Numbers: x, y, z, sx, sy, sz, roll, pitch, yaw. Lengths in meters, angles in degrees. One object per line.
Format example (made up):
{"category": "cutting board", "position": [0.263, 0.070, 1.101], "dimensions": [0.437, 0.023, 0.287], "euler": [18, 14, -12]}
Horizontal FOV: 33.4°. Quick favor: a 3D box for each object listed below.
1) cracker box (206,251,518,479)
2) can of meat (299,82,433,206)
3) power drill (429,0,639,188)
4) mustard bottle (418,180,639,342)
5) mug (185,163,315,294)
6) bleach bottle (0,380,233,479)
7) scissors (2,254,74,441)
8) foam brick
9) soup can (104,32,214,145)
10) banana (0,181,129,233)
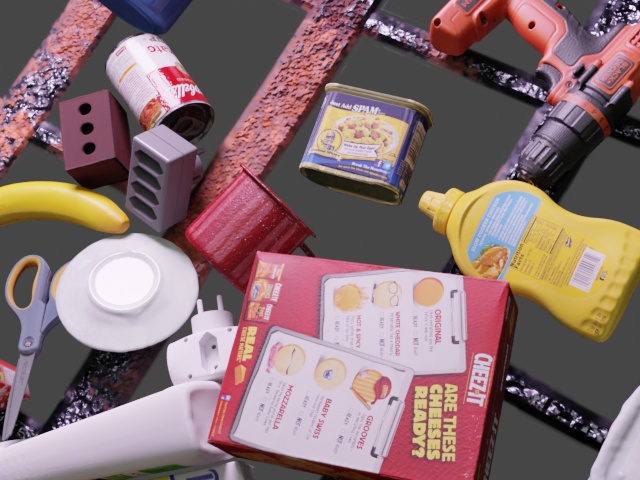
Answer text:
{"category": "cracker box", "position": [0.036, 0.105, 0.841], "dimensions": [0.214, 0.072, 0.164], "euler": [6, 71, 21]}
{"category": "can of meat", "position": [0.040, -0.086, 0.962], "dimensions": [0.102, 0.057, 0.084], "euler": [15, 76, 20]}
{"category": "power drill", "position": [0.190, -0.156, 0.952], "dimensions": [0.188, 0.057, 0.184], "euler": [41, 80, 21]}
{"category": "mustard bottle", "position": [0.169, 0.004, 0.893], "dimensions": [0.192, 0.058, 0.096], "euler": [26, 89, 21]}
{"category": "mug", "position": [-0.056, 0.001, 0.944], "dimensions": [0.117, 0.093, 0.081], "euler": [44, 89, -12]}
{"category": "bleach bottle", "position": [-0.202, 0.183, 0.908], "dimensions": [0.251, 0.102, 0.068], "euler": [-18, 76, 16]}
{"category": "scissors", "position": [-0.242, 0.085, 0.958], "dimensions": [0.096, 0.016, 0.202], "euler": [-15, 47, -3]}
{"category": "foam brick", "position": [-0.216, -0.097, 1.033], "dimensions": [0.053, 0.051, 0.078], "euler": [-15, 66, 8]}
{"category": "soup can", "position": [-0.156, -0.142, 1.026], "dimensions": [0.068, 0.068, 0.102], "euler": [-35, 65, -1]}
{"category": "banana", "position": [-0.277, -0.025, 1.030], "dimensions": [0.198, 0.037, 0.069], "euler": [-9, 73, 10]}
